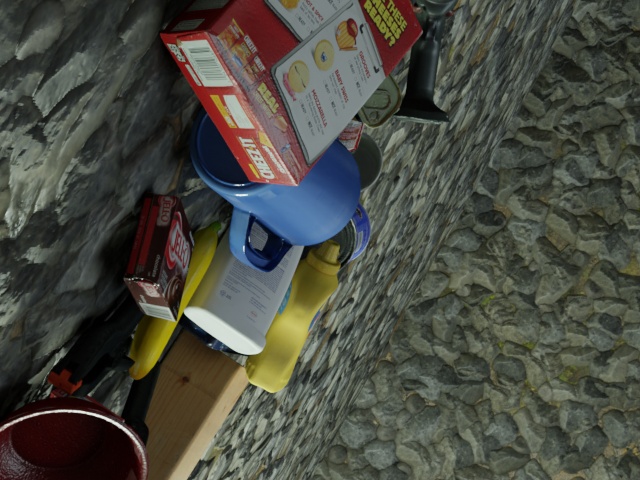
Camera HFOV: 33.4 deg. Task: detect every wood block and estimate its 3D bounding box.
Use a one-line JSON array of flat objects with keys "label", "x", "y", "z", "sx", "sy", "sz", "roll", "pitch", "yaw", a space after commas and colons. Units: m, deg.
[{"label": "wood block", "x": -0.181, "y": 0.225, "z": 1.326, "sx": 0.206, "sy": 0.091, "sz": 0.090, "roll": -57, "pitch": 167, "yaw": -9}]

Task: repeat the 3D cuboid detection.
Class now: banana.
[{"label": "banana", "x": -0.158, "y": 0.064, "z": 1.159, "sx": 0.198, "sy": 0.037, "sz": 0.069, "roll": -60, "pitch": 165, "yaw": -5}]

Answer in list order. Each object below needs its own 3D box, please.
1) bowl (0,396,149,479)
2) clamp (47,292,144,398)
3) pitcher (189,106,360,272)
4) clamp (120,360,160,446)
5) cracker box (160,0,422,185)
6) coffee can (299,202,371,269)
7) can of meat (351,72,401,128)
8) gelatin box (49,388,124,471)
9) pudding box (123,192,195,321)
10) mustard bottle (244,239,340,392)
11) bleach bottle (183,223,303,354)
[{"label": "bowl", "x": -0.242, "y": 0.198, "z": 0.987, "sx": 0.055, "sy": 0.162, "sz": 0.162, "roll": -111, "pitch": -140, "yaw": -55}, {"label": "clamp", "x": -0.208, "y": 0.098, "z": 1.055, "sx": 0.171, "sy": 0.039, "sz": 0.120, "roll": -42, "pitch": 153, "yaw": -73}, {"label": "pitcher", "x": -0.049, "y": -0.066, "z": 1.094, "sx": 0.145, "sy": 0.149, "sz": 0.242, "roll": -23, "pitch": 167, "yaw": 10}, {"label": "clamp", "x": -0.221, "y": 0.233, "z": 1.159, "sx": 0.165, "sy": 0.036, "sz": 0.210, "roll": -60, "pitch": -165, "yaw": 13}, {"label": "cracker box", "x": -0.019, "y": -0.178, "z": 0.920, "sx": 0.213, "sy": 0.072, "sz": 0.164, "roll": -53, "pitch": 130, "yaw": -28}, {"label": "coffee can", "x": 0.010, "y": -0.011, "z": 1.467, "sx": 0.103, "sy": 0.103, "sz": 0.140, "roll": -62, "pitch": 174, "yaw": 10}, {"label": "can of meat", "x": 0.027, "y": -0.174, "z": 1.137, "sx": 0.057, "sy": 0.084, "sz": 0.102, "roll": -45, "pitch": 122, "yaw": -15}, {"label": "gelatin box", "x": -0.243, "y": 0.197, "z": 1.061, "sx": 0.030, "sy": 0.073, "sz": 0.089, "roll": -35, "pitch": 153, "yaw": -60}, {"label": "pudding box", "x": -0.152, "y": 0.017, "z": 1.021, "sx": 0.113, "sy": 0.039, "sz": 0.090, "roll": 92, "pitch": 9, "yaw": -68}, {"label": "mustard bottle", "x": -0.027, "y": 0.084, "z": 1.285, "sx": 0.192, "sy": 0.058, "sz": 0.096, "roll": -63, "pitch": -179, "yaw": 17}, {"label": "bleach bottle", "x": -0.058, "y": 0.002, "z": 1.248, "sx": 0.068, "sy": 0.102, "sz": 0.250, "roll": -14, "pitch": -137, "yaw": 58}]
